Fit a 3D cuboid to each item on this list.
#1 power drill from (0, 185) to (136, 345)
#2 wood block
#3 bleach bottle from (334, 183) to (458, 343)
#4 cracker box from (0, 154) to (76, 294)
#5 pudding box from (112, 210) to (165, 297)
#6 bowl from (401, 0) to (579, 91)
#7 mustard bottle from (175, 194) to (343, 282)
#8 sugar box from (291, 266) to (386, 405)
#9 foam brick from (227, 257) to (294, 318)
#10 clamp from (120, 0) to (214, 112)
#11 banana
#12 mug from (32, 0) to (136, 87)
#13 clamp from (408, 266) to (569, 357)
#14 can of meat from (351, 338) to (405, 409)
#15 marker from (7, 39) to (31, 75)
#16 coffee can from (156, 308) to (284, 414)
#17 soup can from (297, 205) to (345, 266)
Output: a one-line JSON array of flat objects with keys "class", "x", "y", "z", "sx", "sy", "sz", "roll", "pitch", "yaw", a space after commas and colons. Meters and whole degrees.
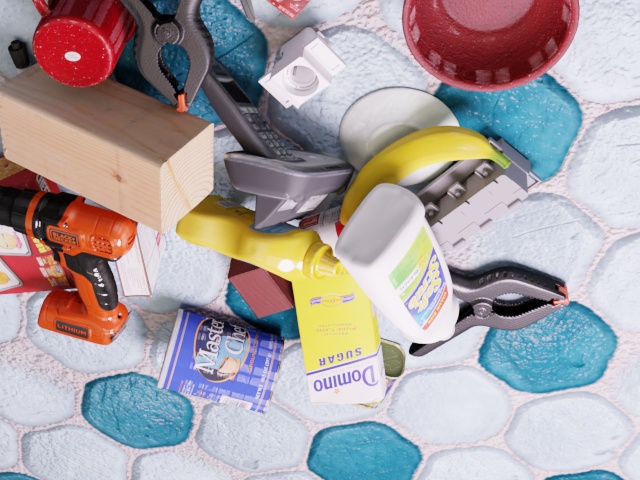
[{"class": "power drill", "x": -0.287, "y": 0.026, "z": 1.179, "sx": 0.184, "sy": 0.057, "sz": 0.188, "roll": 15, "pitch": 136, "yaw": 13}, {"class": "wood block", "x": -0.219, "y": -0.101, "z": 1.085, "sx": 0.206, "sy": 0.090, "sz": 0.091, "roll": 25, "pitch": 136, "yaw": 19}, {"class": "bleach bottle", "x": 0.103, "y": 0.042, "z": 1.167, "sx": 0.068, "sy": 0.102, "sz": 0.250, "roll": 30, "pitch": 169, "yaw": 35}, {"class": "cracker box", "x": -0.402, "y": -0.015, "z": 1.257, "sx": 0.214, "sy": 0.072, "sz": 0.164, "roll": -5, "pitch": 131, "yaw": 13}, {"class": "pudding box", "x": -0.211, "y": -0.003, "z": 1.227, "sx": 0.039, "sy": 0.090, "sz": 0.113, "roll": 0, "pitch": 133, "yaw": 7}, {"class": "bowl", "x": 0.157, "y": -0.220, "z": 0.996, "sx": 0.162, "sy": 0.055, "sz": 0.162, "roll": 4, "pitch": 134, "yaw": 4}, {"class": "mustard bottle", "x": -0.058, "y": 0.002, "z": 1.158, "sx": 0.192, "sy": 0.096, "sz": 0.058, "roll": 19, "pitch": 101, "yaw": 31}, {"class": "sugar box", "x": 0.023, "y": 0.109, "z": 1.282, "sx": 0.093, "sy": 0.048, "sz": 0.176, "roll": -5, "pitch": 104, "yaw": 12}, {"class": "foam brick", "x": -0.069, "y": 0.045, "z": 1.277, "sx": 0.051, "sy": 0.053, "sz": 0.078, "roll": -17, "pitch": 128, "yaw": 22}, {"class": "clamp", "x": -0.136, "y": -0.210, "z": 1.019, "sx": 0.120, "sy": 0.039, "sz": 0.171, "roll": -10, "pitch": 119, "yaw": 16}, {"class": "banana", "x": 0.094, "y": -0.074, "z": 1.112, "sx": 0.198, "sy": 0.037, "sz": 0.069, "roll": -20, "pitch": 94, "yaw": 27}, {"class": "mug", "x": -0.239, "y": -0.213, "z": 1.042, "sx": 0.093, "sy": 0.081, "sz": 0.117, "roll": -21, "pitch": 127, "yaw": 25}, {"class": "clamp", "x": 0.190, "y": 0.080, "z": 1.284, "sx": 0.210, "sy": 0.036, "sz": 0.164, "roll": 0, "pitch": 132, "yaw": 8}, {"class": "can of meat", "x": 0.047, "y": 0.167, "z": 1.373, "sx": 0.102, "sy": 0.057, "sz": 0.084, "roll": 18, "pitch": 135, "yaw": -7}, {"class": "marker", "x": -0.310, "y": -0.161, "z": 1.143, "sx": 0.020, "sy": 0.020, "sz": 0.121, "roll": 0, "pitch": 133, "yaw": 8}, {"class": "coffee can", "x": -0.126, "y": 0.153, "z": 1.352, "sx": 0.140, "sy": 0.102, "sz": 0.103, "roll": 16, "pitch": 133, "yaw": -7}, {"class": "soup can", "x": 0.032, "y": -0.007, "z": 1.205, "sx": 0.102, "sy": 0.068, "sz": 0.068, "roll": -17, "pitch": 128, "yaw": 23}]
